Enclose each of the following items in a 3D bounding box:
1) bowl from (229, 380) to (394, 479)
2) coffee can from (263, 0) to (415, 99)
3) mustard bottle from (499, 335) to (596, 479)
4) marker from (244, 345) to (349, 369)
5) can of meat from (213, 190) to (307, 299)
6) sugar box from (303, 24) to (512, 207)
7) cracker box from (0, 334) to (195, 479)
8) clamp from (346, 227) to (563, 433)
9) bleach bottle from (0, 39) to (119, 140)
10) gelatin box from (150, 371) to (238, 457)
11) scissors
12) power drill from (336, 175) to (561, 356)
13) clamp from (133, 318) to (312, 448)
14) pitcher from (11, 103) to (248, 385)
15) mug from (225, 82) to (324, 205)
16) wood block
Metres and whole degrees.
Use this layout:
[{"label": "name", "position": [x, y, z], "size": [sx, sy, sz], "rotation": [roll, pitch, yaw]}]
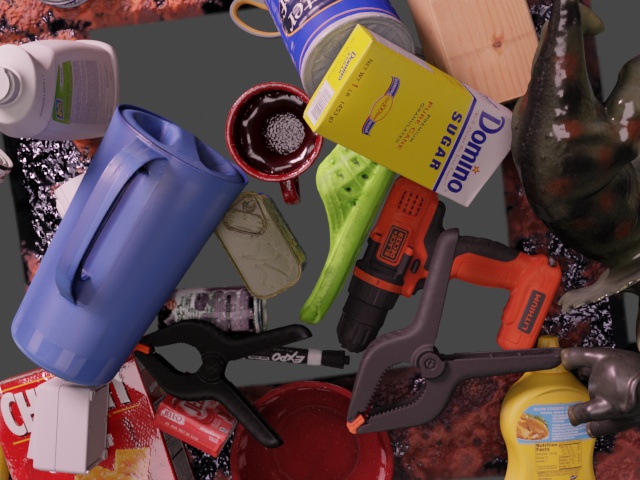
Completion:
[{"label": "bowl", "position": [-0.007, 0.215, 1.069], "size": [0.162, 0.055, 0.162], "rotation": [0, 95, 6]}, {"label": "coffee can", "position": [0.013, -0.198, 0.959], "size": [0.103, 0.102, 0.140], "rotation": [-29, 49, 7]}, {"label": "mustard bottle", "position": [0.223, 0.188, 1.040], "size": [0.096, 0.058, 0.191], "rotation": [-2, 94, -9]}, {"label": "marker", "position": [-0.031, 0.115, 1.081], "size": [0.121, 0.020, 0.020], "rotation": [5, 95, 5]}, {"label": "can of meat", "position": [-0.057, 0.001, 1.042], "size": [0.057, 0.084, 0.102], "rotation": [-31, 91, 7]}, {"label": "sugar box", "position": [0.082, -0.103, 0.917], "size": [0.176, 0.048, 0.093], "rotation": [23, 112, -27]}, {"label": "cracker box", "position": [-0.225, 0.224, 1.083], "size": [0.164, 0.072, 0.214], "rotation": [-18, 92, 6]}, {"label": "clamp", "position": [0.113, 0.115, 1.004], "size": [0.164, 0.036, 0.210], "rotation": [42, 98, -1]}, {"label": "bleach bottle", "position": [-0.248, -0.142, 0.966], "size": [0.068, 0.250, 0.102], "rotation": [-1, 94, 5]}, {"label": "gelatin box", "position": [-0.119, 0.171, 1.059], "size": [0.073, 0.089, 0.030], "rotation": [27, 106, 3]}, {"label": "scissors", "position": [0.012, -0.233, 1.051], "size": [0.202, 0.016, 0.096], "rotation": [5, 95, 5]}, {"label": "power drill", "position": [0.124, 0.050, 1.039], "size": [0.187, 0.057, 0.184], "rotation": [22, 100, 1]}, {"label": "clamp", "position": [-0.098, 0.132, 1.025], "size": [0.171, 0.039, 0.120], "rotation": [6, 82, 7]}, {"label": "pitcher", "position": [-0.184, 0.009, 0.962], "size": [0.149, 0.145, 0.243], "rotation": [24, 104, -35]}, {"label": "mug", "position": [-0.036, -0.092, 1.033], "size": [0.093, 0.081, 0.117], "rotation": [-14, 93, 7]}, {"label": "wood block", "position": [0.134, -0.224, 0.997], "size": [0.091, 0.090, 0.206], "rotation": [-18, 92, -3]}]
